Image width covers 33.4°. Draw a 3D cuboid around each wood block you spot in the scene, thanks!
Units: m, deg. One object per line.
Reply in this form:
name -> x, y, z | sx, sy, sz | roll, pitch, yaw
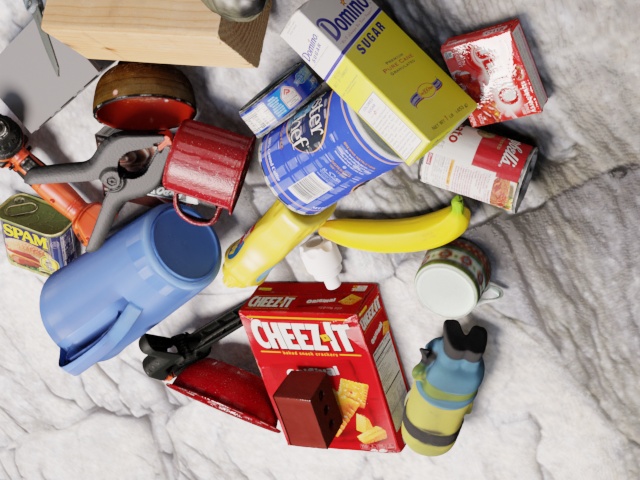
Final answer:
wood block -> -0.163, -0.232, 1.068 | 0.206, 0.090, 0.090 | 7, 171, 24

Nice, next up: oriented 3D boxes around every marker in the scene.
marker -> -0.168, -0.055, 1.225 | 0.121, 0.020, 0.020 | 12, 129, 13

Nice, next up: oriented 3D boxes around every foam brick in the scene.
foam brick -> -0.014, 0.199, 1.259 | 0.051, 0.053, 0.078 | -1, 123, 29

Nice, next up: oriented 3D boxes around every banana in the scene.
banana -> 0.089, -0.015, 1.145 | 0.198, 0.037, 0.069 | -12, 132, 41

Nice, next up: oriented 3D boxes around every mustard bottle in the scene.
mustard bottle -> -0.058, 0.001, 1.204 | 0.058, 0.096, 0.192 | 41, 133, -5

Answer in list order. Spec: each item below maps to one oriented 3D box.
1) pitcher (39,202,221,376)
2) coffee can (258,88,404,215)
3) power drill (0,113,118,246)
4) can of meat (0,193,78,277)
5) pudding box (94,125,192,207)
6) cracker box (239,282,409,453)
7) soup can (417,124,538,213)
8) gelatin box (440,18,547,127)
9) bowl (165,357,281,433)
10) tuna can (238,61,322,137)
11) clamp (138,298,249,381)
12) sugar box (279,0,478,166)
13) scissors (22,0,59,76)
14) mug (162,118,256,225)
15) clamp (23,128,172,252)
pitcher -> -0.228, 0.057, 1.276 | 0.243, 0.144, 0.149 | -31, 75, 44
coffee can -> 0.020, -0.099, 1.080 | 0.141, 0.102, 0.103 | -29, 106, 41
power drill -> -0.328, -0.075, 1.275 | 0.187, 0.057, 0.185 | 44, 170, -8
can of meat -> -0.368, -0.004, 1.400 | 0.102, 0.057, 0.084 | 19, 133, 17
pudding box -> -0.205, -0.085, 1.258 | 0.114, 0.039, 0.090 | 14, 129, 18
cracker box -> 0.011, 0.157, 1.299 | 0.164, 0.072, 0.213 | -1, 122, 29
soup can -> 0.154, -0.074, 1.049 | 0.102, 0.068, 0.068 | 20, 131, 16
gelatin box -> 0.164, -0.157, 1.007 | 0.073, 0.030, 0.089 | -10, 119, 34
bowl -> -0.116, 0.194, 1.380 | 0.162, 0.055, 0.162 | 21, 168, 5
tuna can -> -0.042, -0.145, 1.092 | 0.086, 0.086, 0.033 | -29, 105, 40
clamp -> -0.183, 0.139, 1.360 | 0.210, 0.164, 0.036 | -43, 67, 51
sugar box -> 0.055, -0.160, 0.999 | 0.176, 0.093, 0.048 | 47, 137, 5
scissors -> -0.296, -0.268, 1.119 | 0.202, 0.016, 0.096 | 52, 123, 32
mug -> -0.126, -0.073, 1.170 | 0.081, 0.093, 0.117 | 18, 108, -1
clamp -> -0.232, -0.062, 1.204 | 0.171, 0.039, 0.120 | -24, 121, 8
